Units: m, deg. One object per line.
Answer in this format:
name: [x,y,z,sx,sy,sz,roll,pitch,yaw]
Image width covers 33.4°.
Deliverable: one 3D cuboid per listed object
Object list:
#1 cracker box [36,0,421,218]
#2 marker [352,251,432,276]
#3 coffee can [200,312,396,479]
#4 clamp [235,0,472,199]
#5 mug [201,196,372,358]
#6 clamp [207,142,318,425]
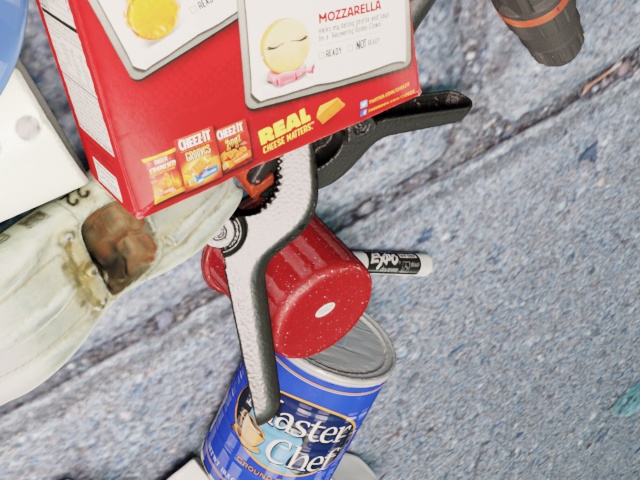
cracker box: [-0.048,-0.140,0.475,0.164,0.072,0.214,-26,124,-23]
marker: [0.042,0.017,0.821,0.120,0.020,0.020,3,124,-46]
coffee can: [-0.018,0.121,0.796,0.102,0.103,0.140,-3,129,-43]
clamp: [0.019,-0.091,0.670,0.171,0.039,0.120,-31,132,-15]
mug: [-0.015,0.029,0.721,0.093,0.082,0.117,-44,145,1]
clamp: [-0.054,0.001,0.635,0.164,0.036,0.210,32,97,-11]
